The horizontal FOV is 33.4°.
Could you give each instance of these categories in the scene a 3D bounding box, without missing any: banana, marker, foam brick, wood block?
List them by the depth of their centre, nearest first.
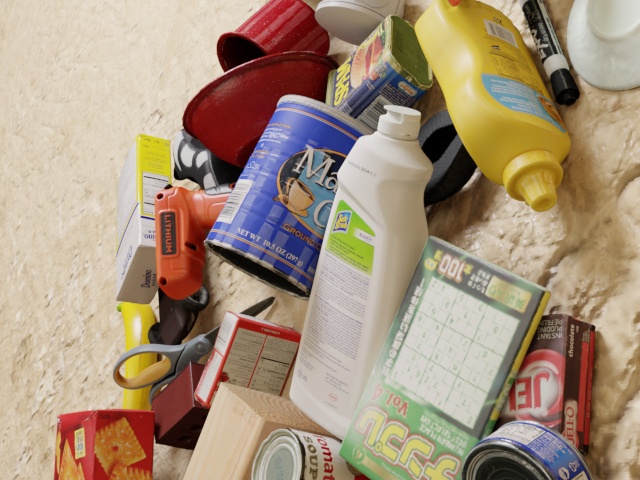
[{"bbox_3d":[0.176,-0.150,0.824,0.020,0.020,0.121,-42,44,36],"label":"marker"},{"bbox_3d":[-0.068,0.239,0.914,0.090,0.090,0.206,27,97,57],"label":"wood block"},{"bbox_3d":[-0.126,0.167,1.066,0.078,0.052,0.051,-45,41,35],"label":"foam brick"},{"bbox_3d":[-0.207,0.137,1.214,0.070,0.037,0.198,117,152,-46],"label":"banana"}]

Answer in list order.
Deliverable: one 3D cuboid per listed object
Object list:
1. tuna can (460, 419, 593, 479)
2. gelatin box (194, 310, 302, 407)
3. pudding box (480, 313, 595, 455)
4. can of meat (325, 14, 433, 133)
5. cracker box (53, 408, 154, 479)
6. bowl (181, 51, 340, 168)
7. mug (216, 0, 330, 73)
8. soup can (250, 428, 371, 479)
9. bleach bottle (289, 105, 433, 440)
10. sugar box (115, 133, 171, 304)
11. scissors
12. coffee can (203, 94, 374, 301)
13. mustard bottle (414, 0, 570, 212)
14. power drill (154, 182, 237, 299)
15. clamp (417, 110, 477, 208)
[{"bbox_3d":[0.132,0.161,0.683,0.086,0.033,0.086,23,122,40],"label":"tuna can"},{"bbox_3d":[-0.067,0.117,0.988,0.030,0.073,0.089,27,97,57],"label":"gelatin box"},{"bbox_3d":[0.134,0.102,0.741,0.114,0.039,0.090,-13,64,51],"label":"pudding box"},{"bbox_3d":[0.053,-0.142,0.945,0.084,0.057,0.102,-43,24,31],"label":"can of meat"},{"bbox_3d":[-0.229,0.281,1.092,0.164,0.072,0.213,-19,67,62],"label":"cracker box"},{"bbox_3d":[-0.047,-0.113,1.017,0.162,0.161,0.055,-36,67,40],"label":"bowl"},{"bbox_3d":[-0.043,-0.186,1.087,0.093,0.117,0.081,28,59,27],"label":"mug"},{"bbox_3d":[0.006,0.186,0.825,0.069,0.102,0.068,-30,51,44],"label":"soup can"},{"bbox_3d":[0.043,0.024,0.818,0.103,0.067,0.251,28,113,43],"label":"bleach bottle"},{"bbox_3d":[-0.193,-0.025,1.170,0.093,0.048,0.176,121,149,-41],"label":"sugar box"},{"bbox_3d":[-0.118,0.124,1.093,0.202,0.096,0.016,-19,25,17],"label":"scissors"},{"bbox_3d":[-0.020,-0.035,0.888,0.103,0.102,0.140,12,71,56],"label":"coffee can"},{"bbox_3d":[0.135,-0.096,0.787,0.058,0.096,0.191,-47,41,33],"label":"mustard bottle"},{"bbox_3d":[-0.056,0.001,0.978,0.188,0.057,0.184,-11,67,14],"label":"power drill"},{"bbox_3d":[0.081,-0.046,0.890,0.172,0.039,0.120,-34,48,47],"label":"clamp"}]
